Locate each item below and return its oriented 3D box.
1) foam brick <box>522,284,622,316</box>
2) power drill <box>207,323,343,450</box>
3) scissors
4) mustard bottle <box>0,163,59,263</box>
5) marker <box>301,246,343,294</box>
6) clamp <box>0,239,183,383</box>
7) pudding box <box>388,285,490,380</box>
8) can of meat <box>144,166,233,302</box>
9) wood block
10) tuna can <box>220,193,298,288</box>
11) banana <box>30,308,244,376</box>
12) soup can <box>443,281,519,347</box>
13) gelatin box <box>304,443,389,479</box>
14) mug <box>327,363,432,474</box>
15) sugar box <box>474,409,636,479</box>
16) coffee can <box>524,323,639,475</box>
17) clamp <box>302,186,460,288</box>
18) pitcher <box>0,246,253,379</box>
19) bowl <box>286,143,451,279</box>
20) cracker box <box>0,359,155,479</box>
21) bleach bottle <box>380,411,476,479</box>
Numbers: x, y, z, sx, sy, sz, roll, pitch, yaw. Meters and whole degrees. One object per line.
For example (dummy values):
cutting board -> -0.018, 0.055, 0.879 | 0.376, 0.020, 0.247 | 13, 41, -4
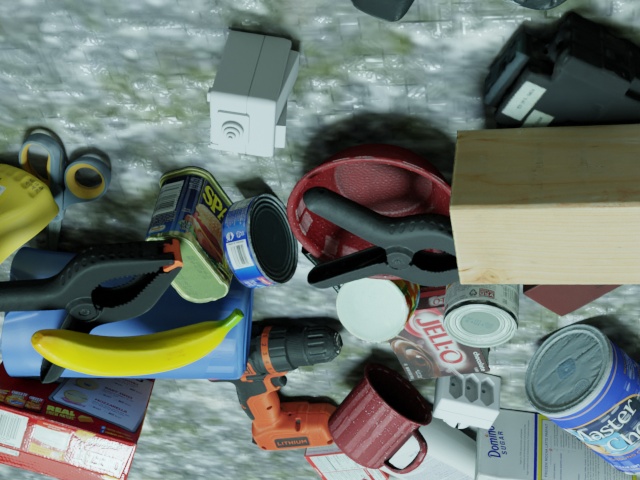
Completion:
foam brick -> 0.233, 0.025, 0.986 | 0.053, 0.051, 0.078 | 31, 136, -24
power drill -> -0.041, 0.164, 1.210 | 0.185, 0.057, 0.187 | -7, 135, 21
scissors -> -0.245, -0.031, 1.054 | 0.096, 0.016, 0.202 | 10, 143, 8
mustard bottle -> -0.336, 0.011, 0.978 | 0.096, 0.191, 0.058 | 19, 144, 32
marker -> 0.016, 0.040, 1.077 | 0.020, 0.020, 0.121 | -16, 133, 28
clamp -> -0.221, 0.049, 0.949 | 0.210, 0.036, 0.164 | -29, 140, 17
pudding box -> 0.118, 0.095, 1.103 | 0.090, 0.039, 0.113 | -9, 136, 22
can of meat -> -0.118, -0.003, 1.007 | 0.058, 0.084, 0.102 | -12, 135, 25
wood block -> 0.208, -0.027, 0.812 | 0.206, 0.090, 0.091 | -1, 139, 14
tuna can -> -0.057, 0.001, 0.998 | 0.034, 0.086, 0.086 | -12, 135, 28
banana -> -0.170, 0.095, 0.980 | 0.197, 0.037, 0.070 | -6, 128, -28
soup can -> 0.149, 0.038, 0.981 | 0.068, 0.102, 0.068 | 6, 140, 5
gelatin box -> 0.035, 0.275, 1.340 | 0.089, 0.030, 0.073 | -12, 133, 25
mug -> 0.069, 0.204, 1.167 | 0.082, 0.117, 0.093 | -52, 153, 18
sugar box -> 0.265, 0.247, 1.207 | 0.176, 0.093, 0.048 | 6, 140, 7
coffee can -> 0.293, 0.164, 1.095 | 0.140, 0.102, 0.103 | 37, 134, -28
clamp -> 0.062, -0.001, 0.918 | 0.171, 0.039, 0.120 | -2, 143, 12
pitcher -> -0.193, 0.082, 1.098 | 0.243, 0.149, 0.145 | 4, 120, 0
bowl -> 0.053, -0.035, 0.953 | 0.162, 0.055, 0.162 | 7, 140, 5
cracker box -> -0.270, 0.176, 1.153 | 0.164, 0.213, 0.072 | 17, 105, -7
bleach bottle -> 0.160, 0.278, 1.292 | 0.250, 0.068, 0.103 | 35, 134, -29
